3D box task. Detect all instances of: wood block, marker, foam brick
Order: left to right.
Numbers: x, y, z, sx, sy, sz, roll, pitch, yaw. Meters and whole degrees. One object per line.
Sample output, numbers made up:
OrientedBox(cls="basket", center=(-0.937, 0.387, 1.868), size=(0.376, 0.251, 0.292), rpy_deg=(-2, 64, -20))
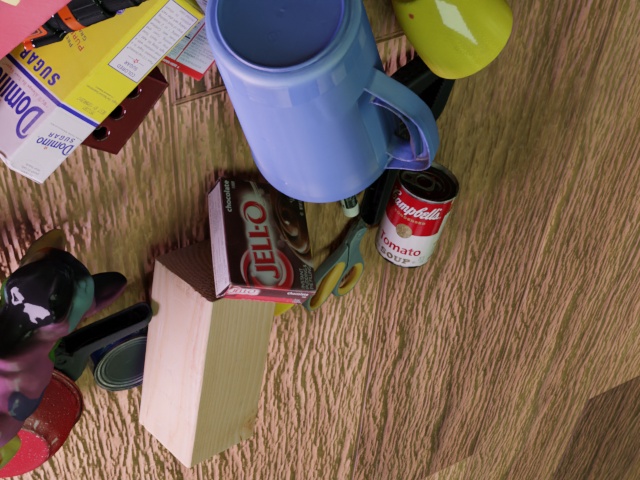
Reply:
OrientedBox(cls="foam brick", center=(-0.168, -0.115, 0.833), size=(0.052, 0.051, 0.078), rpy_deg=(15, 123, -48))
OrientedBox(cls="wood block", center=(-0.115, 0.111, 1.073), size=(0.090, 0.090, 0.206), rpy_deg=(-21, 133, -41))
OrientedBox(cls="marker", center=(0.023, -0.065, 1.084), size=(0.020, 0.020, 0.121), rpy_deg=(-29, 145, -8))

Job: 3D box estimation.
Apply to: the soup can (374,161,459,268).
OrientedBox(cls="soup can", center=(0.102, -0.028, 1.153), size=(0.068, 0.068, 0.102), rpy_deg=(-13, 140, -29))

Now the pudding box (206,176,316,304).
OrientedBox(cls="pudding box", center=(-0.056, 0.001, 1.002), size=(0.089, 0.113, 0.039), rpy_deg=(7, 150, -31))

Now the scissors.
OrientedBox(cls="scissors", center=(0.046, -0.004, 1.182), size=(0.202, 0.016, 0.096), rpy_deg=(-55, 154, 15))

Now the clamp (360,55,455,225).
OrientedBox(cls="clamp", center=(0.061, -0.106, 1.029), size=(0.164, 0.036, 0.210), rpy_deg=(5, 124, -56))

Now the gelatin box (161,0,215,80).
OrientedBox(cls="gelatin box", center=(-0.099, -0.177, 0.835), size=(0.089, 0.030, 0.073), rpy_deg=(-48, 143, 18))

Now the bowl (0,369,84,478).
OrientedBox(cls="bowl", center=(-0.311, 0.185, 1.039), size=(0.162, 0.055, 0.162), rpy_deg=(-8, 139, -7))

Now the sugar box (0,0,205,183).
OrientedBox(cls="sugar box", center=(-0.172, -0.135, 0.769), size=(0.176, 0.093, 0.048), rpy_deg=(-42, 144, 11))

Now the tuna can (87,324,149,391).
OrientedBox(cls="tuna can", center=(-0.200, 0.116, 1.107), size=(0.086, 0.034, 0.086), rpy_deg=(-22, 144, -17))

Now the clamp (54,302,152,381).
OrientedBox(cls="clamp", center=(-0.258, 0.097, 1.027), size=(0.172, 0.039, 0.120), rpy_deg=(-41, 129, 19))

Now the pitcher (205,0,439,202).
OrientedBox(cls="pitcher", center=(-0.001, -0.121, 0.821), size=(0.149, 0.145, 0.243), rpy_deg=(-22, 165, 2))
